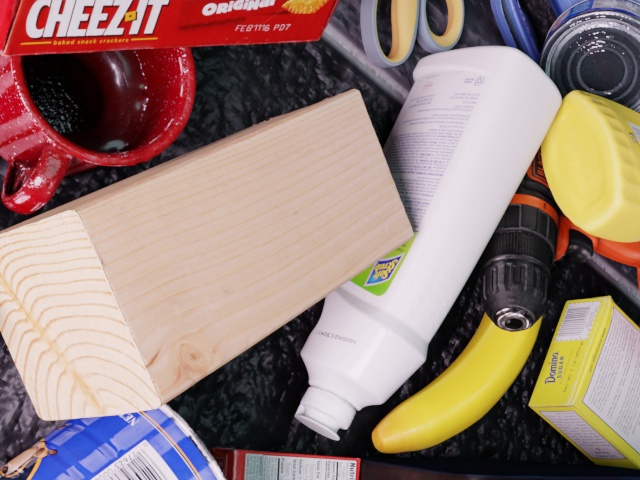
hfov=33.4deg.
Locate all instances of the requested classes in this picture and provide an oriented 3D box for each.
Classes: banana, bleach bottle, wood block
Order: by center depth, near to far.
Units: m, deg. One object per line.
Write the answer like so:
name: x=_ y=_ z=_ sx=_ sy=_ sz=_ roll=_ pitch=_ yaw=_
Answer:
wood block: x=-0.054 y=0.001 z=0.533 sx=0.205 sy=0.090 sz=0.091 roll=-31 pitch=103 yaw=-48
bleach bottle: x=0.051 y=0.001 z=0.643 sx=0.068 sy=0.103 sz=0.250 roll=39 pitch=71 yaw=-29
banana: x=0.102 y=0.068 z=0.700 sx=0.069 sy=0.037 sz=0.197 roll=30 pitch=62 yaw=2

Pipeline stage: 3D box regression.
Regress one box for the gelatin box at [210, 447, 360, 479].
gelatin box: x=-0.022 y=0.157 z=0.602 sx=0.089 sy=0.030 sz=0.073 roll=11 pitch=76 yaw=-34

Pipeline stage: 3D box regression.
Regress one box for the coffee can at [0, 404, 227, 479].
coffee can: x=-0.120 y=0.146 z=0.489 sx=0.140 sy=0.103 sz=0.103 roll=-35 pitch=104 yaw=-33

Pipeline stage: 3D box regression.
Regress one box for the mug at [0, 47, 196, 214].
mug: x=-0.125 y=-0.065 z=0.524 sx=0.093 sy=0.082 sz=0.117 roll=28 pitch=69 yaw=-30

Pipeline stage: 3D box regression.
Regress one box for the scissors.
scissors: x=0.069 y=-0.209 z=0.695 sx=0.096 sy=0.016 sz=0.202 roll=9 pitch=92 yaw=-42

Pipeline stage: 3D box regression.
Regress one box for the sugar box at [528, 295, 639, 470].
sugar box: x=0.231 y=0.128 z=0.775 sx=0.176 sy=0.048 sz=0.093 roll=43 pitch=59 yaw=-27

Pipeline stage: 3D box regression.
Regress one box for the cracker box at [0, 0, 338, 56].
cracker box: x=-0.104 y=-0.177 z=0.495 sx=0.163 sy=0.072 sz=0.214 roll=-11 pitch=54 yaw=-36

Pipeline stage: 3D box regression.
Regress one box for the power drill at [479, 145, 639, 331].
power drill: x=0.182 y=0.011 z=0.705 sx=0.187 sy=0.057 sz=0.184 roll=30 pitch=48 yaw=-20
